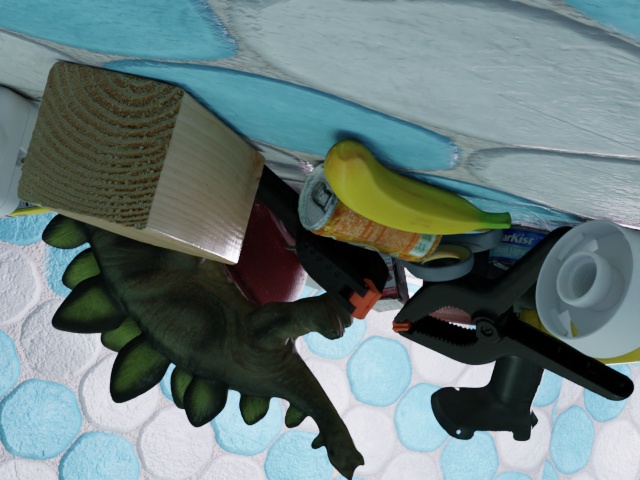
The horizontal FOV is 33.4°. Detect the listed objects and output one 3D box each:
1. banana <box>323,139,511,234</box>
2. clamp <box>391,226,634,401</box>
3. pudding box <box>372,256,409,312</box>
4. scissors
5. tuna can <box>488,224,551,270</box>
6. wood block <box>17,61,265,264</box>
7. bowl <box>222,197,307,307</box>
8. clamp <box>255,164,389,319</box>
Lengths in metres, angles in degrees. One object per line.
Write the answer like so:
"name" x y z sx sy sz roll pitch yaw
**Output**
"banana" 0.054 -0.035 0.744 0.070 0.037 0.197 -19 158 37
"clamp" 0.156 0.073 0.904 0.210 0.036 0.164 -12 114 43
"pudding box" 0.056 0.019 0.999 0.039 0.090 0.113 -12 171 11
"scissors" 0.052 0.013 0.897 0.202 0.016 0.096 -9 -156 19
"tuna can" 0.188 0.012 0.915 0.086 0.034 0.086 14 176 1
"wood block" -0.114 -0.046 0.738 0.090 0.091 0.206 14 176 12
"bowl" -0.057 0.001 1.021 0.055 0.162 0.162 -30 167 7
"clamp" -0.001 -0.005 0.854 0.120 0.039 0.171 15 -153 -22
